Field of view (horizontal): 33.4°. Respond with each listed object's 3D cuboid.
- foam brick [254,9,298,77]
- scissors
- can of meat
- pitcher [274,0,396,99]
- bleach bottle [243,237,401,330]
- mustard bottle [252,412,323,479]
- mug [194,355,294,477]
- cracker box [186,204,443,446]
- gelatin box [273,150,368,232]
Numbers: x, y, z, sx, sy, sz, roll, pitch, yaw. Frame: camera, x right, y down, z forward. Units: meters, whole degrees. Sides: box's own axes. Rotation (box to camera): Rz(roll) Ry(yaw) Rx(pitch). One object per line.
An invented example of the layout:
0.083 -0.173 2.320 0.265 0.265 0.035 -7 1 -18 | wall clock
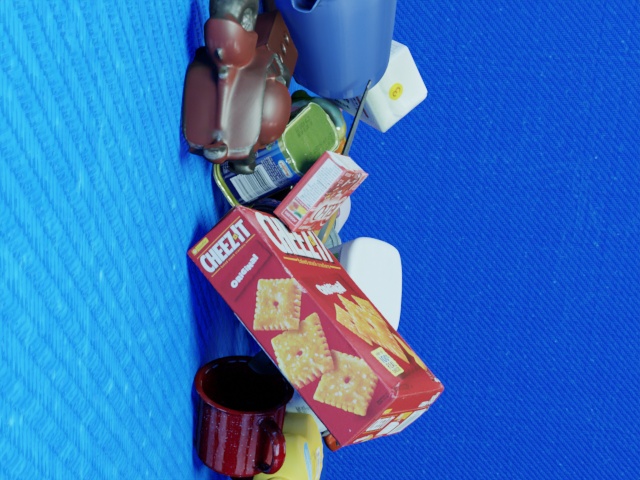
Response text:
-0.057 -0.170 0.991 0.078 0.051 0.053 -80 150 -53 | foam brick
0.011 -0.063 1.104 0.096 0.016 0.202 -50 161 -47 | scissors
-0.040 -0.080 1.002 0.057 0.084 0.102 58 34 -14 | can of meat
0.019 -0.250 1.050 0.145 0.149 0.243 60 -7 20 | pitcher
-0.014 0.070 1.142 0.251 0.068 0.102 -22 -122 54 | bleach bottle
-0.034 0.240 1.079 0.191 0.058 0.096 -38 132 -84 | mustard bottle
-0.068 0.173 0.998 0.117 0.093 0.081 36 -51 42 | mug
0.003 0.072 0.936 0.072 0.214 0.164 -44 161 12 | cracker box
0.002 -0.043 0.965 0.073 0.030 0.089 -48 170 10 | gelatin box
